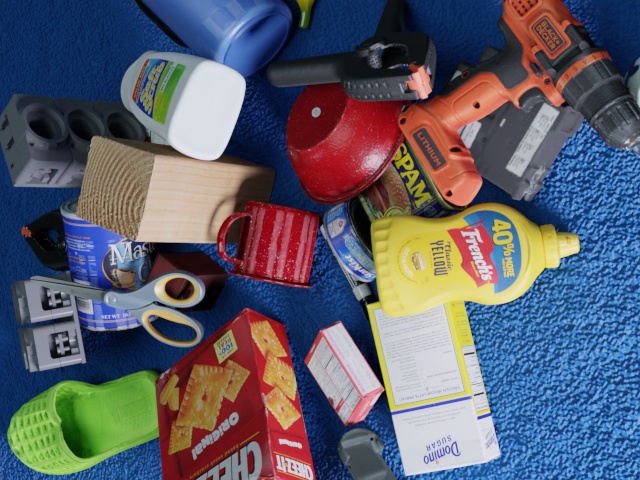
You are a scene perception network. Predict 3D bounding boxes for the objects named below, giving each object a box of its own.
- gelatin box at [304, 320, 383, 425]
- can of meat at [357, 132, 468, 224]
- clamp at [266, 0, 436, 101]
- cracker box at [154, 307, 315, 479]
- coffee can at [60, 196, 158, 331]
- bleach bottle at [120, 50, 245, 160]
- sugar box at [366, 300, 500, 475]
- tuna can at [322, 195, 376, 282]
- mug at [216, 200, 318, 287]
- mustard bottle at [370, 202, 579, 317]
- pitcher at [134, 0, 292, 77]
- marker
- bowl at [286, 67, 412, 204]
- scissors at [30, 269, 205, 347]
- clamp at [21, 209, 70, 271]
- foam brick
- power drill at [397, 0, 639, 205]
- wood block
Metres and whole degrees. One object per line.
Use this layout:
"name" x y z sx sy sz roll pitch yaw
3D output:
"gelatin box" 0.024 0.140 1.115 0.089 0.030 0.073 56 151 21
"can of meat" 0.087 -0.054 1.081 0.084 0.057 0.102 -35 71 30
"clamp" 0.041 -0.170 1.024 0.164 0.036 0.210 -29 30 -3
"cracker box" -0.099 0.205 1.143 0.164 0.072 0.214 -38 43 27
"coffee can" -0.243 0.022 1.247 0.103 0.102 0.140 8 110 33
"bleach bottle" -0.169 -0.156 1.173 0.251 0.068 0.102 23 91 59
"sugar box" 0.112 0.139 1.068 0.093 0.048 0.176 -16 83 30
"tuna can" 0.043 -0.003 1.092 0.034 0.086 0.086 -33 72 27
"mug" -0.058 0.001 1.144 0.093 0.117 0.081 10 90 60
"mustard bottle" 0.148 0.015 1.014 0.192 0.058 0.096 -8 82 8
"pitcher" -0.145 -0.290 1.205 0.145 0.149 0.243 -44 70 9
"marker" 0.034 0.034 1.136 0.020 0.020 0.121 -37 70 27
"bowl" 0.016 -0.120 1.090 0.162 0.055 0.162 -29 47 36
"scissors" -0.214 0.050 1.176 0.201 0.016 0.096 28 107 -1
"clamp" -0.312 0.015 1.353 0.172 0.039 0.120 4 87 36
"foam brick" -0.155 0.048 1.225 0.051 0.078 0.053 36 110 28
"power drill" 0.175 -0.115 0.958 0.188 0.057 0.184 -39 65 23
"wood block" -0.150 -0.052 1.146 0.091 0.205 0.090 19 100 32
